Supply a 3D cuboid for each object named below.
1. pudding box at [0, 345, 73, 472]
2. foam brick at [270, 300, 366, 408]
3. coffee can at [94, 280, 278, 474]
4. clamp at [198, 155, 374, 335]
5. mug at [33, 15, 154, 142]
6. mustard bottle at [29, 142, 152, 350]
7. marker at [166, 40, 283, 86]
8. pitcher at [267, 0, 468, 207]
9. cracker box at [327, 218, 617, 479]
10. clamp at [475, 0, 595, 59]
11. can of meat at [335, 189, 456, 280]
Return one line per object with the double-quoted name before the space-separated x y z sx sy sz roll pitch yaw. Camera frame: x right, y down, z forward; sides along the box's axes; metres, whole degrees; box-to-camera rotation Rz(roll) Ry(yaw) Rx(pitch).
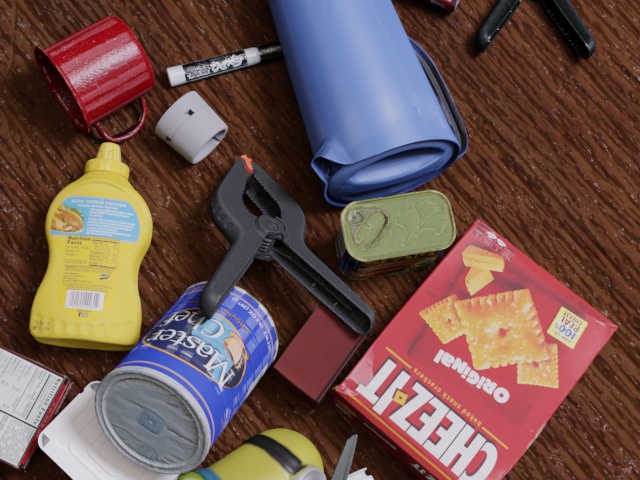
"pudding box" -0.289 0.140 0.942 0.113 0.039 0.090 25 73 4
"foam brick" -0.003 0.105 0.969 0.051 0.053 0.078 35 73 5
"coffee can" -0.109 0.112 0.899 0.103 0.103 0.140 32 37 5
"clamp" -0.056 0.001 0.952 0.164 0.036 0.210 4 43 -35
"mug" -0.206 -0.150 1.014 0.081 0.093 0.117 -33 110 -18
"mustard bottle" -0.205 0.002 0.978 0.096 0.058 0.191 5 74 -2
"marker" -0.092 -0.177 1.059 0.121 0.020 0.020 -16 76 -9
"pitcher" 0.039 -0.164 1.020 0.145 0.149 0.243 -21 73 8
"cracker box" 0.137 0.111 0.969 0.164 0.072 0.213 39 75 7
"clamp" 0.210 -0.260 1.099 0.120 0.039 0.171 -3 68 -10
"can of meat" 0.066 -0.002 0.989 0.102 0.084 0.057 -9 75 -8
